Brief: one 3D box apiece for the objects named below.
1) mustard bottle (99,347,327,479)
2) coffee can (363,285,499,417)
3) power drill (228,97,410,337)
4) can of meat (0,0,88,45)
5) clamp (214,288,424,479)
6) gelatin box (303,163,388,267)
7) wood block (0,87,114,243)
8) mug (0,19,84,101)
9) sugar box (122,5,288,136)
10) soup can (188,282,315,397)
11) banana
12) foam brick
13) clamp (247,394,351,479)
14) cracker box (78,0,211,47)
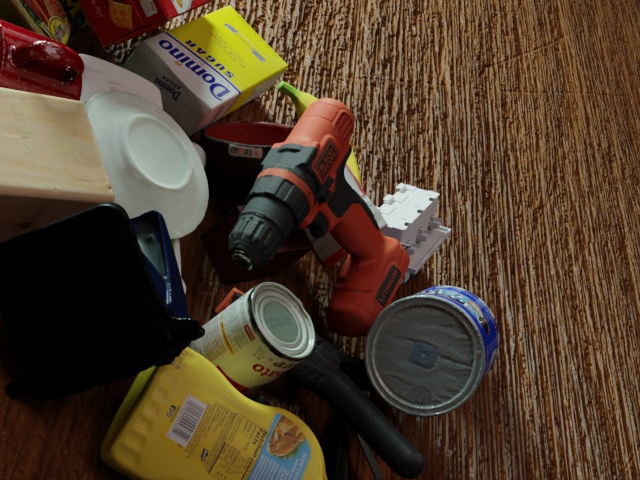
[{"bbox_3d":[-0.055,0.160,0.768,0.191,0.058,0.096,34,65,-16],"label":"mustard bottle"},{"bbox_3d":[0.103,0.095,0.957,0.103,0.103,0.140,58,13,7],"label":"coffee can"},{"bbox_3d":[0.004,-0.002,0.929,0.184,0.057,0.187,-59,136,-32],"label":"power drill"},{"bbox_3d":[-0.245,-0.195,0.876,0.102,0.058,0.084,58,29,-31],"label":"can of meat"},{"bbox_3d":[0.003,0.113,0.906,0.209,0.036,0.164,35,12,-22],"label":"clamp"},{"bbox_3d":[0.012,-0.029,1.052,0.089,0.073,0.030,56,31,5],"label":"gelatin box"},{"bbox_3d":[-0.254,-0.048,0.710,0.205,0.091,0.090,4,58,-51],"label":"wood block"},{"bbox_3d":[-0.226,-0.123,0.800,0.081,0.117,0.093,14,66,-52],"label":"mug"},{"bbox_3d":[-0.108,-0.171,1.050,0.093,0.048,0.176,45,30,0],"label":"sugar box"},{"bbox_3d":[-0.062,0.084,0.822,0.068,0.102,0.068,33,38,-30],"label":"soup can"},{"bbox_3d":[0.008,-0.083,1.137,0.069,0.037,0.198,-4,60,-32],"label":"banana"},{"bbox_3d":[-0.056,0.001,0.956,0.078,0.051,0.053,-8,66,-55],"label":"foam brick"},{"bbox_3d":[0.005,0.203,0.860,0.120,0.039,0.171,5,56,-47],"label":"clamp"},{"bbox_3d":[-0.177,-0.268,0.951,0.213,0.072,0.164,-76,142,-73],"label":"cracker box"}]
